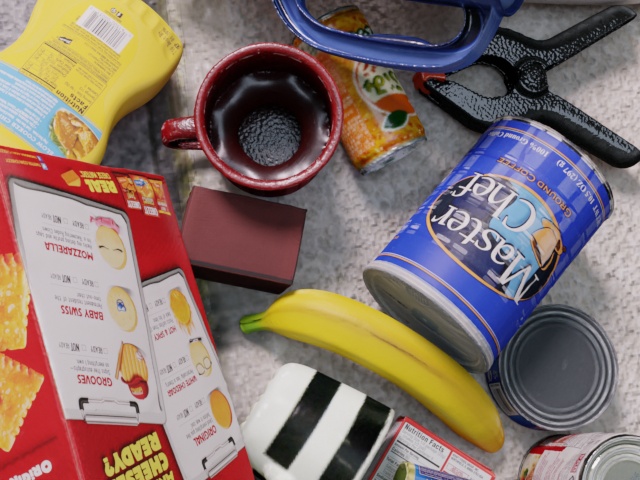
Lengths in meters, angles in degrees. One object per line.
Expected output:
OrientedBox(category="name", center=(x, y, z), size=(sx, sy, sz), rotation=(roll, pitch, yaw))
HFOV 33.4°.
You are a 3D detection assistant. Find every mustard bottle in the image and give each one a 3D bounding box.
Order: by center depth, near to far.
OrientedBox(category="mustard bottle", center=(-0.174, -0.080, 0.668), size=(0.096, 0.058, 0.191), rotation=(36, 60, -8))

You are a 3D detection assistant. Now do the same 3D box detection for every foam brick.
OrientedBox(category="foam brick", center=(-0.055, 0.001, 0.701), size=(0.078, 0.053, 0.051), rotation=(12, 78, -9))

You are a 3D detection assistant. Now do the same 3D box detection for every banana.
OrientedBox(category="banana", center=(0.046, 0.079, 0.699), size=(0.197, 0.070, 0.037), rotation=(28, 63, -3))

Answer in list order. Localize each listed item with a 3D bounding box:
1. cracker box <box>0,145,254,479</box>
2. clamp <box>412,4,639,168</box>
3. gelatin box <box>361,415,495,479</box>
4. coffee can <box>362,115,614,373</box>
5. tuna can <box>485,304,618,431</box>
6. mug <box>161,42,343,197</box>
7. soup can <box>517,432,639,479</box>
OrientedBox(category="cracker box", center=(-0.127, 0.064, 0.588), size=(0.072, 0.164, 0.214), rotation=(-22, 79, 21))
OrientedBox(category="clamp", center=(0.155, -0.104, 0.766), size=(0.171, 0.039, 0.120), rotation=(-8, 77, -5))
OrientedBox(category="gelatin box", center=(0.062, 0.171, 0.702), size=(0.073, 0.030, 0.089), rotation=(33, 77, -2))
OrientedBox(category="coffee can", center=(0.111, 0.002, 0.705), size=(0.103, 0.103, 0.140), rotation=(42, 75, -1))
OrientedBox(category="tuna can", center=(0.158, 0.088, 0.733), size=(0.086, 0.034, 0.086), rotation=(2, 79, -10))
OrientedBox(category="mug", center=(-0.045, -0.072, 0.697), size=(0.117, 0.081, 0.093), rotation=(-8, 85, -3))
OrientedBox(category="soup can", center=(0.177, 0.159, 0.688), size=(0.068, 0.102, 0.068), rotation=(2, 79, -10))
